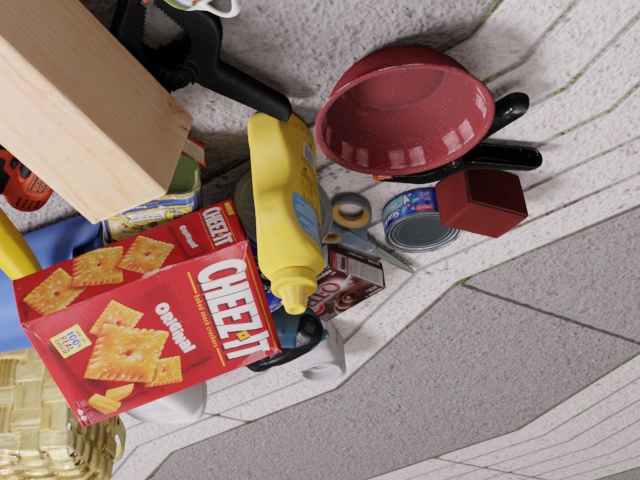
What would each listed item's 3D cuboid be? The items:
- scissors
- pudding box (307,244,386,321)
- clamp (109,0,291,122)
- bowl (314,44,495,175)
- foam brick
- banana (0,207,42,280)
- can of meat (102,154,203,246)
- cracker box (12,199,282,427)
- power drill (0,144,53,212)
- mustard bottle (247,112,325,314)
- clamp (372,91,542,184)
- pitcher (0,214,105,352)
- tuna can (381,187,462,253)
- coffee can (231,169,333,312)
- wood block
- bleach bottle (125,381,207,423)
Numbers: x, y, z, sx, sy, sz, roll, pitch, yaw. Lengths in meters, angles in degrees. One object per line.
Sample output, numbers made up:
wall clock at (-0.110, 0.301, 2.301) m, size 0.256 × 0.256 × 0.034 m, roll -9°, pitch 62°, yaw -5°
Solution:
scissors at (0.059, -0.007, 1.196) m, size 0.201 × 0.016 × 0.096 m, roll 17°, pitch 142°, yaw -34°
pudding box at (0.007, 0.051, 1.262) m, size 0.089 × 0.039 × 0.114 m, roll 20°, pitch 141°, yaw -35°
clamp at (-0.129, -0.140, 0.898) m, size 0.164 × 0.036 × 0.210 m, roll -24°, pitch 143°, yaw 4°
bowl at (0.072, -0.125, 0.959) m, size 0.162 × 0.055 × 0.162 m, roll -4°, pitch 150°, yaw -3°
foam brick at (0.168, -0.042, 1.120) m, size 0.078 × 0.053 × 0.051 m, roll 13°, pitch 144°, yaw -27°
banana at (-0.302, -0.014, 0.964) m, size 0.037 × 0.070 × 0.198 m, roll -32°, pitch 150°, yaw -9°
can of meat at (-0.159, -0.035, 1.008) m, size 0.102 × 0.057 × 0.084 m, roll -4°, pitch 145°, yaw -5°
cracker box at (-0.157, 0.074, 1.006) m, size 0.213 × 0.072 × 0.164 m, roll -20°, pitch 135°, yaw -6°
power drill at (-0.306, -0.093, 0.943) m, size 0.187 × 0.057 × 0.185 m, roll 11°, pitch 146°, yaw -26°
mustard bottle at (-0.029, -0.021, 0.983) m, size 0.058 × 0.191 × 0.096 m, roll -14°, pitch 149°, yaw 12°
clamp at (0.138, -0.086, 1.055) m, size 0.172 × 0.039 × 0.120 m, roll -15°, pitch 144°, yaw 22°
pitcher at (-0.286, 0.052, 1.136) m, size 0.243 × 0.145 × 0.149 m, roll -14°, pitch 122°, yaw 21°
tuna can at (0.110, -0.021, 1.163) m, size 0.086 × 0.034 × 0.086 m, roll -4°, pitch 150°, yaw -3°
coffee can at (-0.057, 0.001, 1.103) m, size 0.102 × 0.103 × 0.140 m, roll 5°, pitch 148°, yaw -18°
wood block at (-0.207, -0.119, 0.826) m, size 0.090 × 0.090 × 0.206 m, roll -19°, pitch 131°, yaw 33°
bleach bottle at (-0.203, 0.153, 1.195) m, size 0.102 × 0.068 × 0.251 m, roll -2°, pitch 161°, yaw 7°
